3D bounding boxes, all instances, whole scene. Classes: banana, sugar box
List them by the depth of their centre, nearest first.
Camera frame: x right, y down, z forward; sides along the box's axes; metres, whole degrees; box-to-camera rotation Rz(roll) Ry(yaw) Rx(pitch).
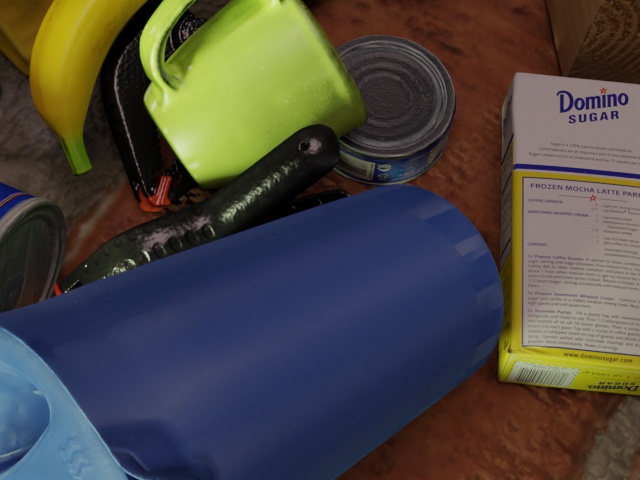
[{"bbox_3d":[-0.097,-0.132,0.578,0.197,0.069,0.037,-54,35,-10],"label":"banana"},{"bbox_3d":[0.148,-0.006,0.594,0.093,0.048,0.176,6,62,1],"label":"sugar box"}]

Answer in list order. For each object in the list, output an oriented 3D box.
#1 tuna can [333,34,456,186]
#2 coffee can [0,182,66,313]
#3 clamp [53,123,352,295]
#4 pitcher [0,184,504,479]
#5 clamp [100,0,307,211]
[{"bbox_3d":[0.036,-0.077,0.626,0.086,0.034,0.086,1,66,-2],"label":"tuna can"},{"bbox_3d":[-0.217,0.002,0.543,0.140,0.103,0.102,22,67,8],"label":"coffee can"},{"bbox_3d":[-0.054,0.001,0.566,0.171,0.120,0.039,-26,67,9],"label":"clamp"},{"bbox_3d":[-0.036,0.056,0.484,0.242,0.145,0.149,-24,62,-40],"label":"pitcher"},{"bbox_3d":[-0.081,-0.122,0.617,0.164,0.036,0.210,23,76,-16],"label":"clamp"}]
